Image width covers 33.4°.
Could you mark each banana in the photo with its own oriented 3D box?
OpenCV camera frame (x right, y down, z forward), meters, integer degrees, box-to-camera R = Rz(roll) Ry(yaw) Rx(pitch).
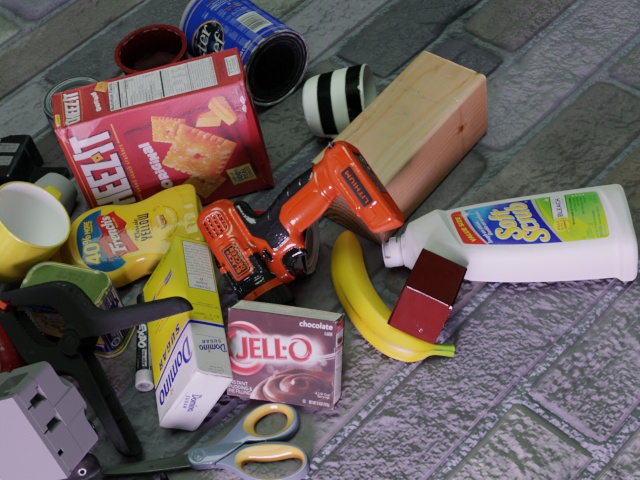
[{"bbox_3d":[0.054,0.062,1.098,0.069,0.037,0.198,-8,45,-36],"label":"banana"}]

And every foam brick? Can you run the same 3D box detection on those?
[{"bbox_3d":[0.107,0.055,1.055,0.051,0.053,0.078,26,35,5],"label":"foam brick"}]

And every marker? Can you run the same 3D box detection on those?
[{"bbox_3d":[-0.185,0.103,1.121,0.020,0.020,0.121,-10,49,3],"label":"marker"}]

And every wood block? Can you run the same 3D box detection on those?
[{"bbox_3d":[0.092,-0.105,1.192,0.090,0.091,0.205,29,61,29],"label":"wood block"}]

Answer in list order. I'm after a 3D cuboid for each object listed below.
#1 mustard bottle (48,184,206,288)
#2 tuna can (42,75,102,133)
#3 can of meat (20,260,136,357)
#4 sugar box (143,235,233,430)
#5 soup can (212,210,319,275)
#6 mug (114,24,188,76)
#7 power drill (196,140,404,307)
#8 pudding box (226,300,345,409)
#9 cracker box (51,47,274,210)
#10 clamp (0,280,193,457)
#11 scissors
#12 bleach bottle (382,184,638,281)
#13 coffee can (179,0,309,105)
[{"bbox_3d":[-0.222,0.004,1.185,0.191,0.058,0.096,-14,64,1],"label":"mustard bottle"},{"bbox_3d":[-0.311,-0.172,1.369,0.086,0.034,0.086,-6,50,7],"label":"tuna can"},{"bbox_3d":[-0.255,0.071,1.119,0.102,0.084,0.057,9,52,18],"label":"can of meat"},{"bbox_3d":[-0.136,0.091,1.071,0.048,0.093,0.176,14,41,-27],"label":"sugar box"},{"bbox_3d":[-0.058,0.001,1.149,0.102,0.068,0.068,3,51,13],"label":"soup can"},{"bbox_3d":[-0.210,-0.220,1.356,0.093,0.081,0.117,-28,51,-12],"label":"mug"},{"bbox_3d":[-0.012,0.004,1.071,0.188,0.057,0.184,-35,83,12],"label":"power drill"},{"bbox_3d":[-0.034,0.110,1.037,0.113,0.090,0.039,5,15,14],"label":"pudding box"},{"bbox_3d":[-0.173,-0.110,1.202,0.213,0.164,0.072,-15,47,-1],"label":"cracker box"},{"bbox_3d":[-0.227,0.090,1.041,0.210,0.036,0.164,31,100,17],"label":"clamp"},{"bbox_3d":[-0.105,0.194,1.030,0.202,0.016,0.096,3,50,14],"label":"scissors"},{"bbox_3d":[0.190,0.005,1.100,0.251,0.068,0.102,-7,48,8],"label":"bleach bottle"},{"bbox_3d":[-0.097,-0.246,1.341,0.102,0.103,0.140,-36,53,-19],"label":"coffee can"}]
